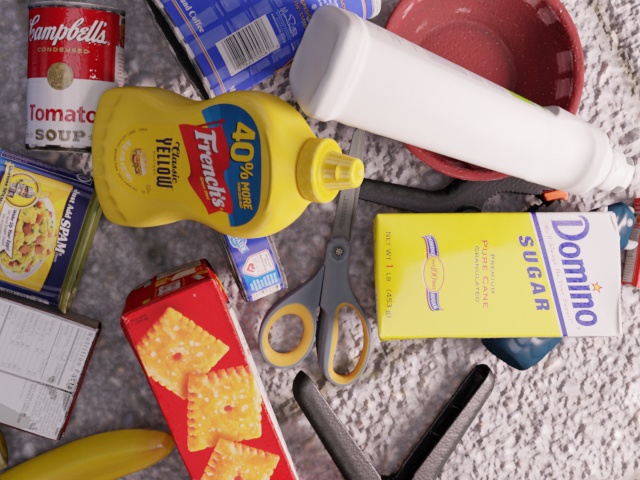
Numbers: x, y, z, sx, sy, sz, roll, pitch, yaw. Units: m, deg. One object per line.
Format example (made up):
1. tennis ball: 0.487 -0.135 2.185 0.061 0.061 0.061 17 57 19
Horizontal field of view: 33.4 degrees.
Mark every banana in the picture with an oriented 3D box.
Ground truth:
1. banana: -0.198 0.181 0.771 0.197 0.070 0.037 -27 114 -9

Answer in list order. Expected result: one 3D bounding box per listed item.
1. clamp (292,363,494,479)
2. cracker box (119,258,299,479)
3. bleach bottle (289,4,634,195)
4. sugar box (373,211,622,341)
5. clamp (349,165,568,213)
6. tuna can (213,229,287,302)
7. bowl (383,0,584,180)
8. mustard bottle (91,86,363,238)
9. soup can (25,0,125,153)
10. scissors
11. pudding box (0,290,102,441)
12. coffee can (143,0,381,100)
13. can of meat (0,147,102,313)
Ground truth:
1. clamp: 0.064 0.192 0.830 0.164 0.036 0.210 -7 99 -17
2. cracker box: -0.068 0.127 0.741 0.072 0.164 0.214 -22 97 -6
3. bleach bottle: 0.107 -0.082 0.725 0.250 0.102 0.068 19 108 -18
4. sugar box: 0.128 0.026 0.782 0.176 0.048 0.093 -1 84 2
5. clamp: 0.102 -0.019 0.825 0.171 0.039 0.120 -28 103 -4
6. tuna can: -0.055 0.001 0.775 0.033 0.086 0.086 -22 97 -7
7. bowl: 0.115 -0.126 0.811 0.162 0.055 0.162 -1 94 -10
8. mustard bottle: -0.060 -0.051 0.702 0.192 0.058 0.096 6 101 28
9. soup can: -0.174 -0.113 0.757 0.068 0.068 0.102 2 94 -10
10. scissors: -0.005 0.016 0.804 0.096 0.016 0.202 -6 104 -3
11. pudding box: -0.227 0.085 0.776 0.113 0.039 0.090 21 89 -12
12. coffee can: -0.043 -0.171 0.758 0.140 0.103 0.103 -32 98 -6
13. can of meat: -0.206 -0.009 0.764 0.084 0.057 0.102 18 90 -8
